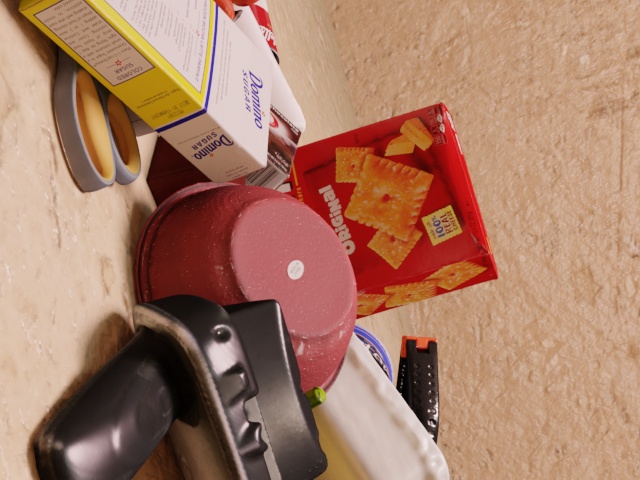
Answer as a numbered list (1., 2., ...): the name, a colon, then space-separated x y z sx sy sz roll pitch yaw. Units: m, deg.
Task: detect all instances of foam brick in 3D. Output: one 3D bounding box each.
1. foam brick: -0.086 -0.044 0.758 0.078 0.051 0.053 -91 165 -60

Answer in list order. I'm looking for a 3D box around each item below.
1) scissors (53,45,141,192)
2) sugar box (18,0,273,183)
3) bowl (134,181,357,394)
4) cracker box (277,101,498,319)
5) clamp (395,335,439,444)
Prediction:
1. scissors: -0.141 -0.118 0.632 0.096 0.016 0.202 46 30 -68
2. sugar box: -0.095 -0.118 0.633 0.176 0.048 0.093 46 36 -44
3. bowl: -0.031 0.026 0.662 0.161 0.055 0.162 19 56 -31
4. cracker box: 0.037 -0.018 0.976 0.072 0.214 0.164 56 19 -61
5. clamp: 0.072 0.185 0.870 0.165 0.036 0.210 110 -16 -73
